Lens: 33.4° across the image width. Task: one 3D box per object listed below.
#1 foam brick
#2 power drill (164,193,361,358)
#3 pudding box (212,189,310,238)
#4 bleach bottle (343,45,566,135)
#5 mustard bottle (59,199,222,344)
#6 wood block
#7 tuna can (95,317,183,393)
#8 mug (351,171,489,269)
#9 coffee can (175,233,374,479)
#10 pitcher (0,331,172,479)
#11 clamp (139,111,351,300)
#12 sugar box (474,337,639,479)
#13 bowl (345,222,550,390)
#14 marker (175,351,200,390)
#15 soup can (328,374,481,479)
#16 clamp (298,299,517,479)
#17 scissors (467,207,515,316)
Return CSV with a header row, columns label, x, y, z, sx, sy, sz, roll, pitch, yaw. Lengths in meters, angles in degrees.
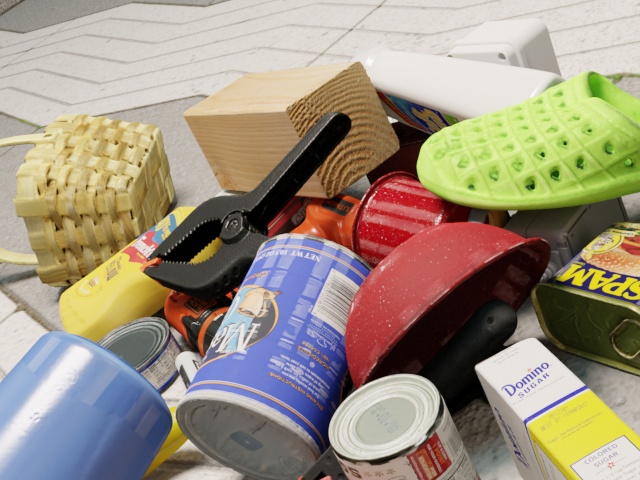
label,x,y,z,sx,sy,sz,roll,pitch,yaw
foam brick,0.083,-0.080,1.004,0.078,0.051,0.053,-12,31,26
power drill,-0.028,0.037,0.888,0.187,0.057,0.185,-35,28,-17
pudding box,-0.074,-0.018,1.049,0.114,0.039,0.089,7,41,44
bleach bottle,0.111,-0.119,0.923,0.251,0.102,0.068,23,80,47
mustard bottle,-0.150,0.023,0.983,0.191,0.058,0.096,-37,26,4
wood block,-0.032,-0.103,0.995,0.090,0.091,0.206,-36,22,-23
tuna can,-0.160,0.105,0.911,0.086,0.033,0.086,-21,28,11
mug,0.094,-0.002,0.834,0.117,0.093,0.082,-1,11,-42
coffee can,-0.024,0.081,0.732,0.103,0.102,0.140,-5,45,36
pitcher,-0.190,0.184,0.659,0.145,0.149,0.242,-10,40,55
clamp,-0.056,0.001,0.855,0.210,0.036,0.164,-27,47,22
sugar box,0.145,0.128,0.540,0.048,0.093,0.176,-27,27,-3
bowl,0.070,0.040,0.686,0.162,0.162,0.055,-35,66,-16
marker,-0.093,0.122,0.839,0.020,0.020,0.121,-30,27,-7
soup can,0.054,0.134,0.597,0.068,0.102,0.068,-20,29,11
clamp,0.060,0.102,0.658,0.171,0.120,0.039,-38,62,-14
scissors,0.145,-0.022,0.810,0.016,0.096,0.201,2,41,27
